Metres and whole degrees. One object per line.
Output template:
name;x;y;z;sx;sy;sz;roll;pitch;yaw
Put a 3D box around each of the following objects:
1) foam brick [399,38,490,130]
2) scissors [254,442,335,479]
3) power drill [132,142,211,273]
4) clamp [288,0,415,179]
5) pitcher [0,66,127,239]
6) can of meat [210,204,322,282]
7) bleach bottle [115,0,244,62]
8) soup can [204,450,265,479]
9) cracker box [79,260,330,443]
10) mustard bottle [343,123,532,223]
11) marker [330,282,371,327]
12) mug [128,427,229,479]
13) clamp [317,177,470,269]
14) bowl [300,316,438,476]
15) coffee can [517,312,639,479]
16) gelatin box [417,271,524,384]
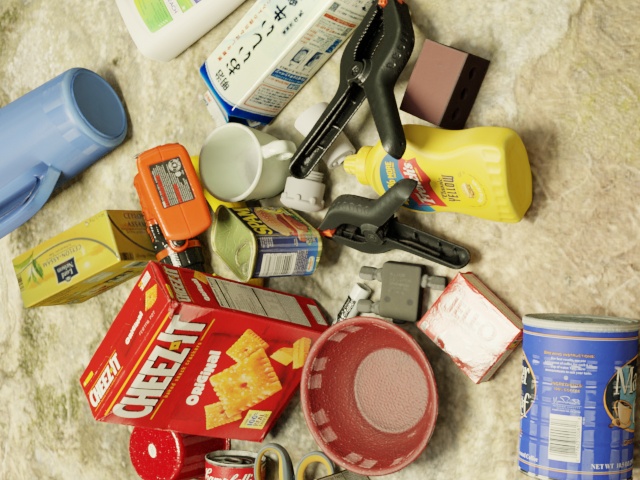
foam brick;0.123;-0.154;1.060;0.051;0.052;0.078;28;105;29
scissors;-0.016;0.312;1.164;0.096;0.016;0.202;-15;99;8
power drill;-0.160;-0.016;1.179;0.188;0.057;0.184;126;122;-72
clamp;0.040;-0.157;1.083;0.165;0.036;0.210;-15;54;47
pitcher;-0.360;-0.107;1.327;0.243;0.144;0.149;-26;96;27
can of meat;-0.057;0.001;1.137;0.102;0.083;0.057;42;126;52
bleach bottle;-0.117;-0.311;1.212;0.251;0.068;0.102;-33;73;26
soup can;-0.097;0.292;1.190;0.069;0.068;0.102;5;93;33
cracker box;-0.115;0.123;1.111;0.164;0.213;0.072;-57;42;21
mustard bottle;0.108;-0.069;1.052;0.192;0.058;0.096;8;137;34
marker;0.017;0.099;1.146;0.020;0.020;0.121;39;110;27
mug;-0.158;0.227;1.221;0.093;0.081;0.117;49;114;23
clamp;0.070;-0.010;1.082;0.120;0.039;0.172;51;151;-22
bowl;0.060;0.157;1.097;0.162;0.055;0.162;0;90;33
coffee can;0.231;0.139;0.959;0.103;0.102;0.140;3;91;33
gelatin box;0.150;0.085;1.054;0.089;0.030;0.073;46;112;24
